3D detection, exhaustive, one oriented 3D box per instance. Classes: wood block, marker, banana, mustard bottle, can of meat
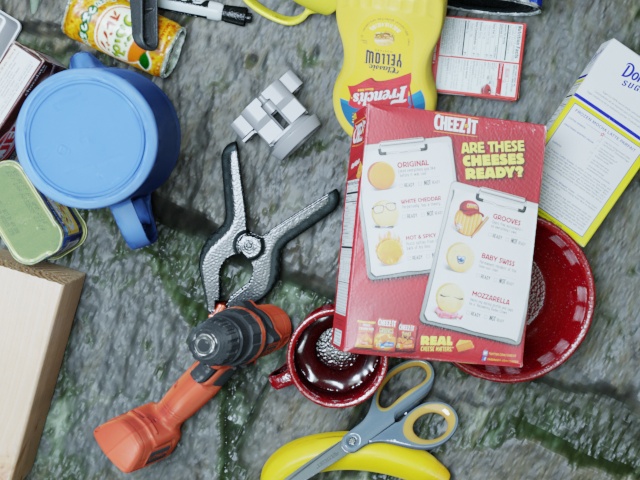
[{"bbox_3d":[-0.301,0.121,1.015,0.091,0.090,0.206,16,95,0],"label":"wood block"},{"bbox_3d":[-0.125,-0.224,1.018,0.121,0.020,0.020,12,95,0],"label":"marker"},{"bbox_3d":[0.026,0.219,1.046,0.198,0.037,0.069,-8,109,2],"label":"banana"},{"bbox_3d":[0.060,-0.143,0.980,0.096,0.058,0.192,9,122,10],"label":"mustard bottle"},{"bbox_3d":[-0.272,-0.028,1.005,0.057,0.084,0.102,-31,94,3],"label":"can of meat"}]

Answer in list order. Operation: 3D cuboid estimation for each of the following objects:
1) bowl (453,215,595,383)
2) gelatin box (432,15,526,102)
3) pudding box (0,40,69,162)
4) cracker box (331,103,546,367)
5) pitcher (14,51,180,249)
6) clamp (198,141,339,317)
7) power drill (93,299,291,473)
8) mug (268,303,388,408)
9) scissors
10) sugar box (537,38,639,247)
[{"bbox_3d":[0.176,0.051,1.018,0.162,0.055,0.162,0,95,1],"label":"bowl"},{"bbox_3d":[0.147,-0.172,1.013,0.089,0.030,0.073,6,93,0],"label":"gelatin box"},{"bbox_3d":[-0.287,-0.126,0.994,0.039,0.090,0.113,32,94,-1],"label":"pudding box"},{"bbox_3d":[0.102,-0.002,0.940,0.164,0.072,0.214,6,89,-11],"label":"cracker box"},{"bbox_3d":[-0.185,-0.079,0.920,0.149,0.243,0.145,27,93,-8],"label":"pitcher"},{"bbox_3d":[-0.057,0.001,1.027,0.120,0.039,0.171,17,98,4],"label":"clamp"},{"bbox_3d":[-0.118,0.131,0.976,0.188,0.184,0.057,-42,78,13],"label":"power drill"},{"bbox_3d":[0.005,0.110,1.012,0.117,0.081,0.093,-28,94,3],"label":"mug"},{"bbox_3d":[0.050,0.199,1.013,0.096,0.016,0.201,39,73,16],"label":"scissors"},{"bbox_3d":[0.259,-0.092,1.011,0.093,0.048,0.176,35,91,-2],"label":"sugar box"}]
